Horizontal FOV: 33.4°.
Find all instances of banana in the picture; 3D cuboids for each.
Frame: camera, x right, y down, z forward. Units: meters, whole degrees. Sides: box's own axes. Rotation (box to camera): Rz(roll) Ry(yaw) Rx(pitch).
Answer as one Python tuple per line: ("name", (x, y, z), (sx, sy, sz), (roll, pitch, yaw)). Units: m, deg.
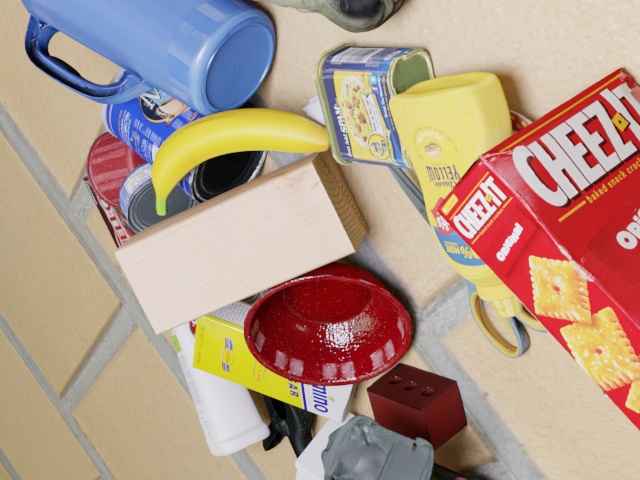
("banana", (-0.084, -0.084, 0.962), (0.198, 0.037, 0.069), (-19, 119, 29))

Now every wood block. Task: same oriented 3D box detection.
("wood block", (-0.072, -0.001, 0.991), (0.206, 0.090, 0.091), (-23, 99, 15))

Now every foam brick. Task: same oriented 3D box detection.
("foam brick", (0.093, 0.162, 1.040), (0.078, 0.052, 0.051), (12, 125, 46))

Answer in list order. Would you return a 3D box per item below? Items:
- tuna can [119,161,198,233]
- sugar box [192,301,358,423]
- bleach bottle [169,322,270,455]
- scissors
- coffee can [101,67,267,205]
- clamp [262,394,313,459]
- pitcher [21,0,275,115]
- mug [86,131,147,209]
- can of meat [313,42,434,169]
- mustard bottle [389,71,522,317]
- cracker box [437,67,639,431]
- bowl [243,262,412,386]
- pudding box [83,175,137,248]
("tuna can", (-0.169, -0.045, 1.130), (0.086, 0.086, 0.034), (96, 151, -42))
("sugar box", (-0.046, 0.125, 1.132), (0.176, 0.048, 0.093), (21, 136, 10))
("bleach bottle", (-0.144, 0.131, 1.284), (0.251, 0.068, 0.103), (67, 160, 4))
("scissors", (0.133, 0.011, 0.896), (0.096, 0.016, 0.201), (-15, 108, 51))
("coffee can", (-0.136, -0.113, 1.070), (0.140, 0.102, 0.103), (38, 141, 27))
("clamp", (-0.042, 0.213, 1.263), (0.120, 0.039, 0.171), (17, 126, 45))
("pitcher", (-0.168, -0.208, 1.007), (0.243, 0.144, 0.149), (35, 137, 26))
("mug", (-0.192, -0.077, 1.190), (0.082, 0.093, 0.117), (-9, 133, 49))
("can of meat", (0.050, -0.110, 0.880), (0.084, 0.057, 0.102), (12, 125, 44))
("mustard bottle", (0.119, -0.029, 0.815), (0.096, 0.058, 0.191), (1, 117, 52))
("cracker box", (0.207, 0.008, 0.679), (0.214, 0.163, 0.072), (50, 143, 12))
("bowl", (0.007, 0.071, 1.033), (0.162, 0.055, 0.162), (1, 135, 0))
("pudding box", (-0.236, -0.037, 1.310), (0.090, 0.039, 0.113), (-3, 114, 53))
